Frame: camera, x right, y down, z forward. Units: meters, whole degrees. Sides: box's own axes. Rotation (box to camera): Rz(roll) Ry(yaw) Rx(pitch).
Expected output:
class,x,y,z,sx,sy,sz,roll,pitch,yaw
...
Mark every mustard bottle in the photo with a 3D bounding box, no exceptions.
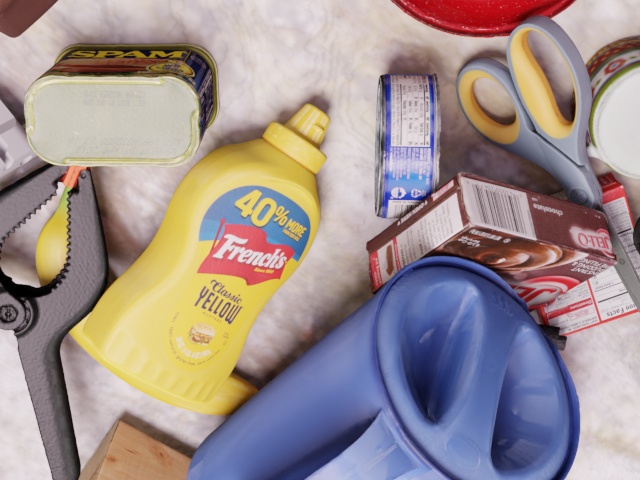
class,x,y,z,sx,sy,sz,roll,pitch,yaw
mustard bottle,-0.054,0.001,0.645,0.096,0.058,0.191,33,91,-40

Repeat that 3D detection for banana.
class,x,y,z,sx,sy,sz,roll,pitch,yaw
banana,-0.122,0.055,0.692,0.070,0.037,0.197,-35,107,12

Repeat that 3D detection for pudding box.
class,x,y,z,sx,sy,sz,roll,pitch,yaw
pudding box,0.097,0.007,0.609,0.113,0.039,0.090,15,145,-30

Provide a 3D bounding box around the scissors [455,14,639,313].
class,x,y,z,sx,sy,sz,roll,pitch,yaw
scissors,0.139,-0.035,0.638,0.096,0.016,0.202,2,118,47

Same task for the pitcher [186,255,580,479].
class,x,y,z,sx,sy,sz,roll,pitch,yaw
pitcher,0.013,0.122,0.609,0.149,0.145,0.243,20,142,-26

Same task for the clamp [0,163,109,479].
class,x,y,z,sx,sy,sz,roll,pitch,yaw
clamp,-0.198,0.041,0.640,0.164,0.036,0.210,17,99,-17

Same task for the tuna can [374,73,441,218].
class,x,y,z,sx,sy,sz,roll,pitch,yaw
tuna can,0.050,-0.055,0.625,0.034,0.086,0.086,1,111,1

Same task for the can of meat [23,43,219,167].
class,x,y,z,sx,sy,sz,roll,pitch,yaw
can of meat,-0.113,-0.078,0.617,0.102,0.084,0.057,0,111,0
